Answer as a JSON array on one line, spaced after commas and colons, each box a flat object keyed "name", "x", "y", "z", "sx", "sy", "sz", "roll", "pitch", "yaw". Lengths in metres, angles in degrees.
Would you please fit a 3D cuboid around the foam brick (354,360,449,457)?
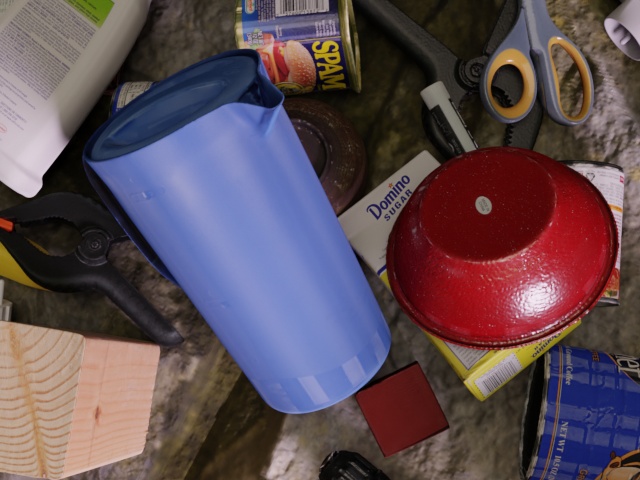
[{"name": "foam brick", "x": 0.060, "y": 0.123, "z": 0.787, "sx": 0.053, "sy": 0.078, "sz": 0.051, "roll": -26, "pitch": 84, "yaw": 1}]

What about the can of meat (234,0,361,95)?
[{"name": "can of meat", "x": -0.016, "y": -0.152, "z": 0.813, "sx": 0.084, "sy": 0.102, "sz": 0.057, "roll": -4, "pitch": 67, "yaw": 6}]

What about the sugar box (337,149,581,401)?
[{"name": "sugar box", "x": 0.096, "y": 0.021, "z": 0.777, "sx": 0.093, "sy": 0.048, "sz": 0.176, "roll": -38, "pitch": 51, "yaw": -1}]

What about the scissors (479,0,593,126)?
[{"name": "scissors", "x": 0.144, "y": -0.176, "z": 0.810, "sx": 0.096, "sy": 0.016, "sz": 0.202, "roll": -22, "pitch": 89, "yaw": -11}]

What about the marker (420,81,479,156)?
[{"name": "marker", "x": 0.112, "y": -0.063, "z": 0.801, "sx": 0.020, "sy": 0.020, "sz": 0.121, "roll": -29, "pitch": 86, "yaw": 1}]

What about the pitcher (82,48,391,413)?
[{"name": "pitcher", "x": -0.055, "y": 0.001, "z": 0.749, "sx": 0.145, "sy": 0.149, "sz": 0.242, "roll": -31, "pitch": 115, "yaw": -3}]

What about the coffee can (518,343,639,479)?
[{"name": "coffee can", "x": 0.220, "y": 0.133, "z": 0.760, "sx": 0.140, "sy": 0.103, "sz": 0.103, "roll": 9, "pitch": 84, "yaw": 6}]

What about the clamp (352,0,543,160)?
[{"name": "clamp", "x": 0.128, "y": -0.136, "z": 0.832, "sx": 0.164, "sy": 0.036, "sz": 0.210, "roll": -20, "pitch": 85, "yaw": -1}]

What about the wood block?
[{"name": "wood block", "x": -0.182, "y": 0.106, "z": 0.743, "sx": 0.090, "sy": 0.206, "sz": 0.091, "roll": 8, "pitch": 83, "yaw": 5}]

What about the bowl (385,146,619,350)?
[{"name": "bowl", "x": 0.117, "y": -0.009, "z": 0.723, "sx": 0.162, "sy": 0.055, "sz": 0.162, "roll": -10, "pitch": 55, "yaw": 14}]

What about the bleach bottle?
[{"name": "bleach bottle", "x": -0.181, "y": -0.160, "z": 0.809, "sx": 0.102, "sy": 0.068, "sz": 0.251, "roll": 39, "pitch": 86, "yaw": 4}]

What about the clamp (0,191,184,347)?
[{"name": "clamp", "x": -0.169, "y": 0.017, "z": 0.822, "sx": 0.171, "sy": 0.039, "sz": 0.120, "roll": 5, "pitch": 71, "yaw": -5}]

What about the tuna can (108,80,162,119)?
[{"name": "tuna can", "x": -0.136, "y": -0.080, "z": 0.822, "sx": 0.034, "sy": 0.086, "sz": 0.086, "roll": -1, "pitch": 83, "yaw": 6}]
